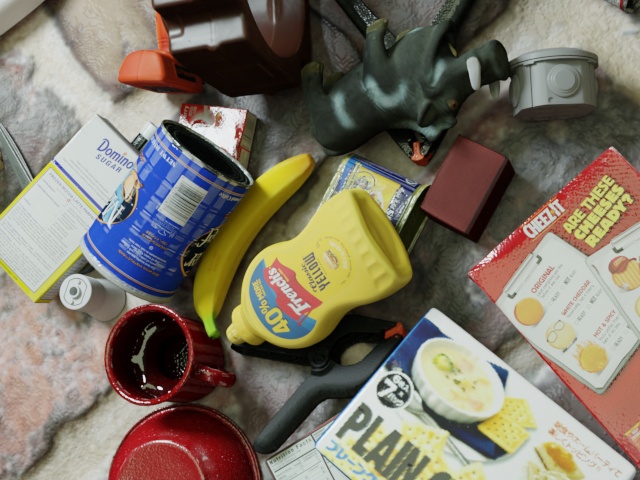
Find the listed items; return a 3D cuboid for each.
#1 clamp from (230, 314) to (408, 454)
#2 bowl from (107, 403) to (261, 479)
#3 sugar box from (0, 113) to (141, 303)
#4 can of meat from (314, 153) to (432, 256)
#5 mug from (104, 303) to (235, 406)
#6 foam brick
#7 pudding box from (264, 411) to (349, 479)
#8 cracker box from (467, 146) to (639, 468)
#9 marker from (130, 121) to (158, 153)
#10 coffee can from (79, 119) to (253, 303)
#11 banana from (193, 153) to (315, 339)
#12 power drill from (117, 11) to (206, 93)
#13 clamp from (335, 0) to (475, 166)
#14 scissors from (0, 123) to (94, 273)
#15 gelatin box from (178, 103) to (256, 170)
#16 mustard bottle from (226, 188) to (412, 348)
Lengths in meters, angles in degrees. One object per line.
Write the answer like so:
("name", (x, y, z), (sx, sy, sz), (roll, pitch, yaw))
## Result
("clamp", (0.000, 0.125, 0.972), (0.172, 0.039, 0.120), (-17, 64, 16))
("bowl", (-0.139, 0.232, 0.997), (0.162, 0.055, 0.162), (-3, 79, 17))
("sugar box", (-0.248, -0.031, 1.066), (0.176, 0.048, 0.093), (-44, 82, 1))
("can of meat", (0.046, -0.020, 0.983), (0.084, 0.057, 0.102), (27, 89, 22))
("mug", (-0.132, 0.113, 1.000), (0.117, 0.081, 0.093), (14, 85, 23))
("foam brick", (0.133, -0.045, 0.962), (0.051, 0.053, 0.078), (28, 88, 20))
("pudding box", (0.015, 0.224, 0.958), (0.090, 0.039, 0.113), (-33, 70, 9))
("cracker box", (0.257, 0.056, 0.893), (0.164, 0.072, 0.214), (-42, 70, 6))
("marker", (-0.207, -0.071, 1.094), (0.020, 0.020, 0.121), (42, 95, 20))
("coffee can", (-0.144, -0.027, 0.995), (0.103, 0.102, 0.140), (41, 103, 20))
("banana", (-0.073, -0.002, 1.024), (0.070, 0.037, 0.198), (24, 83, 34))
("power drill", (-0.156, -0.241, 1.033), (0.057, 0.184, 0.188), (4, 91, 19))
("clamp", (0.097, -0.177, 1.005), (0.165, 0.036, 0.210), (-12, 79, 16))
("scissors", (-0.310, -0.027, 1.121), (0.202, 0.016, 0.096), (44, 95, 20))
("gelatin box", (-0.108, -0.088, 1.059), (0.073, 0.030, 0.089), (8, 82, 19))
("mustard bottle", (-0.015, 0.041, 0.950), (0.192, 0.058, 0.096), (-36, 78, 31))
